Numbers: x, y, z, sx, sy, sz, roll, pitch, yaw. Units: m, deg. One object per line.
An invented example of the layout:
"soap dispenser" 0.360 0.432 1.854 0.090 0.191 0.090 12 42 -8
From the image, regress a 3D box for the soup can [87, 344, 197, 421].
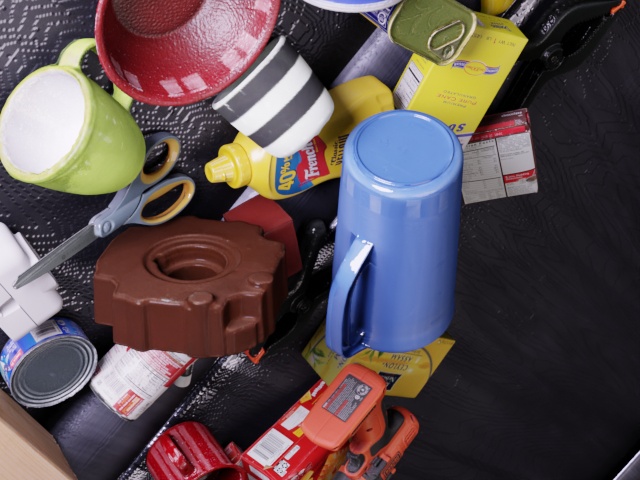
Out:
"soup can" -0.172 0.121 1.055 0.102 0.069 0.068 -44 142 1

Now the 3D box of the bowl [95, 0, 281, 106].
"bowl" -0.112 -0.188 0.835 0.161 0.055 0.162 -24 138 -24

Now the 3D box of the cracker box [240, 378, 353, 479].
"cracker box" -0.006 0.288 1.327 0.164 0.072 0.214 -41 143 -28

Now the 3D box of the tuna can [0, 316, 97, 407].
"tuna can" -0.256 0.114 1.002 0.086 0.034 0.086 -24 138 -24

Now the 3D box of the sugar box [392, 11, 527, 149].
"sugar box" 0.122 -0.144 1.065 0.093 0.048 0.176 6 126 -30

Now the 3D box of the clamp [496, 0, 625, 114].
"clamp" 0.233 -0.205 1.141 0.210 0.036 0.164 -41 143 2

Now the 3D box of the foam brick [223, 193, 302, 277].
"foam brick" -0.057 0.001 1.061 0.051 0.053 0.078 -30 141 -17

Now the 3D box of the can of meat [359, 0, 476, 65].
"can of meat" 0.077 -0.210 0.960 0.101 0.084 0.057 14 114 -47

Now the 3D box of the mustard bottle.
"mustard bottle" -0.021 -0.089 1.005 0.191 0.058 0.096 -19 136 -27

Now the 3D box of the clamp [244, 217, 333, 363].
"clamp" -0.028 0.054 1.148 0.171 0.039 0.120 -47 136 -8

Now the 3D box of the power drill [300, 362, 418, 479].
"power drill" 0.035 0.239 1.223 0.184 0.057 0.187 -51 149 -20

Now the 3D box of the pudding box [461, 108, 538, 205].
"pudding box" 0.190 -0.091 1.172 0.090 0.039 0.113 -9 142 12

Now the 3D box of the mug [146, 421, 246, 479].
"mug" -0.147 0.252 1.186 0.093 0.082 0.117 -40 142 -5

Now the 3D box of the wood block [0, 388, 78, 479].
"wood block" -0.315 0.187 0.972 0.090 0.090 0.206 -37 141 -9

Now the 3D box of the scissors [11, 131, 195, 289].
"scissors" -0.180 -0.033 0.909 0.201 0.016 0.096 -26 132 -47

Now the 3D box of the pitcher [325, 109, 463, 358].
"pitcher" 0.068 -0.001 1.030 0.145 0.149 0.243 -6 142 -4
